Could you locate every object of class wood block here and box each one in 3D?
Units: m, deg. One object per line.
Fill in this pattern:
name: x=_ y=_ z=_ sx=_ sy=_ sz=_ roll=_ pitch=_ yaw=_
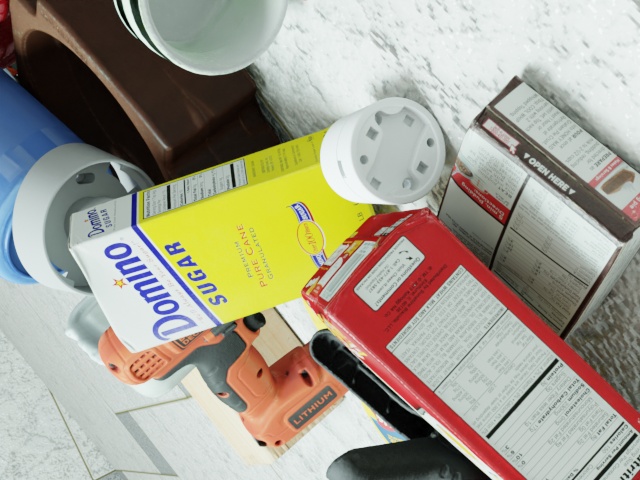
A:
wood block: x=-0.085 y=0.093 z=0.961 sx=0.206 sy=0.090 sz=0.090 roll=52 pitch=157 yaw=-1

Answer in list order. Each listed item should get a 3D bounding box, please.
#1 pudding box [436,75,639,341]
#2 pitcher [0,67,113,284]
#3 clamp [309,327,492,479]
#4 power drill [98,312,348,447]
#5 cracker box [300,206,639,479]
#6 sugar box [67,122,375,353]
pudding box: x=0.103 y=-0.010 z=0.505 sx=0.090 sy=0.039 sz=0.113 roll=42 pitch=159 yaw=17
pitcher: x=-0.270 y=-0.075 z=0.780 sx=0.243 sy=0.149 sz=0.145 roll=36 pitch=143 yaw=27
clamp: x=0.065 y=0.125 z=0.624 sx=0.171 sy=0.120 sz=0.039 roll=29 pitch=123 yaw=-13
power drill: x=-0.043 y=0.063 z=0.780 sx=0.187 sy=0.184 sz=0.057 roll=47 pitch=-174 yaw=-44
cracker box: x=0.092 y=0.077 z=0.534 sx=0.213 sy=0.072 sz=0.164 roll=43 pitch=176 yaw=-3
sugar box: x=-0.054 y=0.001 z=0.654 sx=0.048 sy=0.176 sz=0.093 roll=-107 pitch=-4 yaw=-55
